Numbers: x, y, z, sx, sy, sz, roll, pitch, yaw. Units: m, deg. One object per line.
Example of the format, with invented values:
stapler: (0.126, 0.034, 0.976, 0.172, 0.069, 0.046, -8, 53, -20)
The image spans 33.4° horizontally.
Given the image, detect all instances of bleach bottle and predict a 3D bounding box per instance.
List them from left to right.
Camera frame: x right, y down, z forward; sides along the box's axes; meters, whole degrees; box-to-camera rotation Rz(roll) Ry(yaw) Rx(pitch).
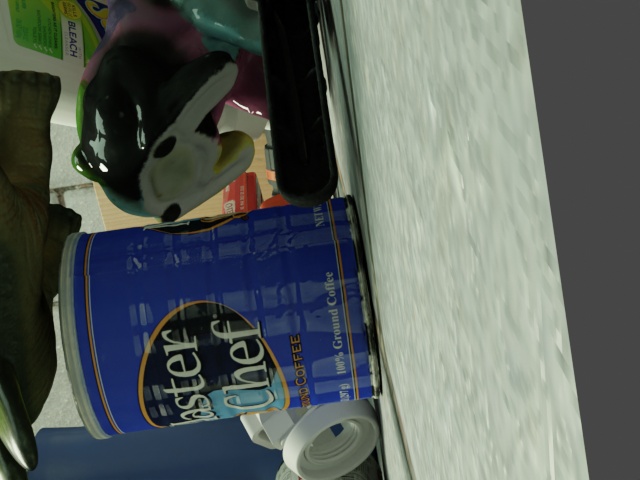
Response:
bleach bottle: (-0.130, -0.119, 0.736, 0.068, 0.250, 0.102, -43, 51, 41)

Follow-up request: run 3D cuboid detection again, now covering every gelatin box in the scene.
gelatin box: (-0.056, 0.001, 0.842, 0.073, 0.030, 0.089, -96, -6, -57)

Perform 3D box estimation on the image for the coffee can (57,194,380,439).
coffee can: (-0.047, 0.037, 0.528, 0.103, 0.140, 0.103, 165, 97, -90)

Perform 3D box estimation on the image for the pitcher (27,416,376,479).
pitcher: (-0.079, 0.186, 0.755, 0.149, 0.243, 0.145, -99, 0, -46)

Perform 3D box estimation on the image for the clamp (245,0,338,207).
clamp: (-0.016, -0.111, 0.481, 0.210, 0.036, 0.164, -91, -6, -76)
